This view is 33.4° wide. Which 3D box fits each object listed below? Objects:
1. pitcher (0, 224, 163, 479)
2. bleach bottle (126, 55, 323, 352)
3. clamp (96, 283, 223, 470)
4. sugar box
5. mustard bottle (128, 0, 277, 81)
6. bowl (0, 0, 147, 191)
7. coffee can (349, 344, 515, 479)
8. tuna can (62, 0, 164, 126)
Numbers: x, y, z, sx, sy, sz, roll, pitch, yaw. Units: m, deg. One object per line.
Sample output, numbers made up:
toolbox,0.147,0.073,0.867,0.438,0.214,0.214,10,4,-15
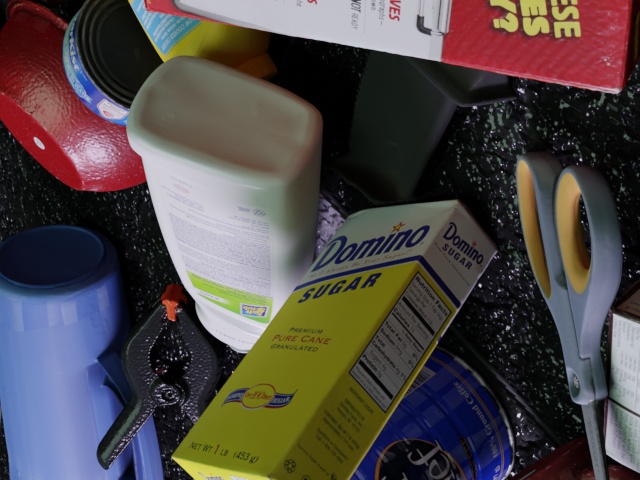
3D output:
pitcher,-0.212,0.115,0.928,0.145,0.149,0.243,-95,5,-56
bleach bottle,-0.054,0.001,0.651,0.102,0.068,0.251,21,151,9
clamp,-0.107,0.118,0.841,0.039,0.120,0.172,-101,22,-61
sugar box,0.008,0.056,0.546,0.048,0.176,0.094,47,152,-25
mustard bottle,-0.078,-0.152,0.603,0.096,0.058,0.191,-24,96,55
bowl,-0.178,-0.087,0.741,0.162,0.055,0.162,38,160,16
coffee can,0.029,0.135,0.614,0.103,0.140,0.103,32,138,34
tuna can,-0.113,-0.114,0.653,0.034,0.086,0.086,-20,99,58
